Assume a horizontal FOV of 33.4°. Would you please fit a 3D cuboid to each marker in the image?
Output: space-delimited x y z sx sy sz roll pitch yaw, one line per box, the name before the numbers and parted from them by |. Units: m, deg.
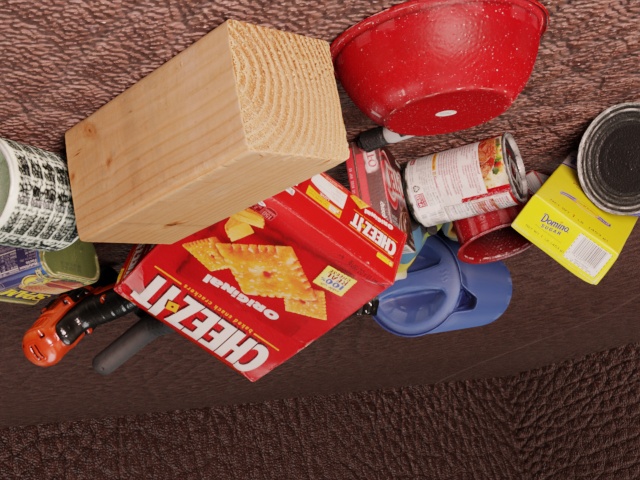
marker | 0.084 -0.099 0.898 0.121 0.020 0.020 -17 165 30

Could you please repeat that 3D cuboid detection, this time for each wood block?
wood block | -0.087 -0.068 0.759 0.090 0.090 0.207 2 163 -43

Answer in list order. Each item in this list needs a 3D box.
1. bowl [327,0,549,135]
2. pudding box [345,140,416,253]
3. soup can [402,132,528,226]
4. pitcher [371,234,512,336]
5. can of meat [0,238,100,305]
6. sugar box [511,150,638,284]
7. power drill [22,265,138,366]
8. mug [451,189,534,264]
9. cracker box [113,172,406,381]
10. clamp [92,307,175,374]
bowl | 0.086 -0.115 0.753 0.162 0.055 0.162 -8 167 -2
pudding box | 0.055 -0.038 0.982 0.039 0.090 0.113 -10 168 11
soup can | 0.137 -0.056 1.008 0.102 0.068 0.068 -15 166 23
pitcher | 0.154 0.054 1.396 0.145 0.149 0.242 -32 162 23
can of meat | -0.288 0.025 1.091 0.084 0.057 0.102 -17 166 20
sugar box | 0.250 -0.027 1.016 0.048 0.093 0.176 -57 171 31
power drill | -0.215 0.053 1.156 0.188 0.057 0.184 -27 -163 26
mug | 0.181 -0.033 1.080 0.117 0.081 0.093 -1 153 -30
cracker box | -0.057 0.020 0.927 0.164 0.072 0.214 36 133 -16
clamp | -0.176 0.086 1.159 0.172 0.120 0.039 -26 119 39
